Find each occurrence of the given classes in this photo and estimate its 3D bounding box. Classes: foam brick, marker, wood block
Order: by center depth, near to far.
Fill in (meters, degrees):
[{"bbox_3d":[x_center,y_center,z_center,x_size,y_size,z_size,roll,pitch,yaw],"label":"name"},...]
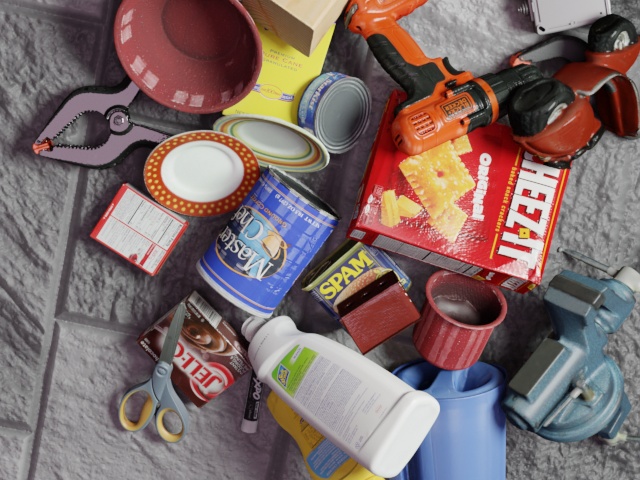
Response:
[{"bbox_3d":[0.012,-0.308,1.106,0.090,0.091,0.206,35,81,1],"label":"wood block"},{"bbox_3d":[0.064,0.079,1.177,0.078,0.053,0.051,-33,104,4],"label":"foam brick"},{"bbox_3d":[-0.076,0.169,1.266,0.020,0.020,0.121,10,101,-2],"label":"marker"}]

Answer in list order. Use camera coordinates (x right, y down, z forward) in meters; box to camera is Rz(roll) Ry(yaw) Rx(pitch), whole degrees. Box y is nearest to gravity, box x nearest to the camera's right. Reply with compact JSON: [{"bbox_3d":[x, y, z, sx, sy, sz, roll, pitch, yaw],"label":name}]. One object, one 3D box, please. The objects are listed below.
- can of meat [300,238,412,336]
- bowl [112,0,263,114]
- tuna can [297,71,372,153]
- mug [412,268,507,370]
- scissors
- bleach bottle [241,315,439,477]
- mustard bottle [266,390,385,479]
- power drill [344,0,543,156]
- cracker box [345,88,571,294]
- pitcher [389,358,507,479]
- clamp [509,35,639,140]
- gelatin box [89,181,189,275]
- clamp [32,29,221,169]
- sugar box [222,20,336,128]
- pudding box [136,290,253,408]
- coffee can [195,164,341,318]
[{"bbox_3d":[0.042,0.049,1.225,0.102,0.057,0.084,-41,101,8],"label":"can of meat"},{"bbox_3d":[-0.134,-0.216,1.130,0.162,0.055,0.162,6,129,8],"label":"bowl"},{"bbox_3d":[0.015,-0.141,1.176,0.085,0.034,0.086,-21,123,-37],"label":"tuna can"},{"bbox_3d":[0.152,0.083,1.204,0.093,0.117,0.082,11,132,-6],"label":"mug"},{"bbox_3d":[-0.168,0.163,1.230,0.096,0.016,0.202,36,121,-3],"label":"scissors"},{"bbox_3d":[0.006,0.148,1.163,0.251,0.068,0.102,34,93,37],"label":"bleach bottle"},{"bbox_3d":[0.020,0.226,1.204,0.096,0.058,0.192,-44,57,13],"label":"mustard bottle"},{"bbox_3d":[0.126,-0.199,1.140,0.184,0.057,0.188,-26,77,-19],"label":"power drill"},{"bbox_3d":[0.153,-0.053,1.171,0.213,0.072,0.164,18,78,-2],"label":"cracker box"},{"bbox_3d":[0.145,0.265,1.225,0.149,0.145,0.243,-6,104,-2],"label":"pitcher"},{"bbox_3d":[0.300,-0.192,1.186,0.171,0.039,0.120,18,100,-7],"label":"clamp"},{"bbox_3d":[-0.207,-0.013,1.227,0.089,0.030,0.073,33,98,-6],"label":"gelatin box"},{"bbox_3d":[-0.223,-0.147,1.198,0.210,0.036,0.164,-12,99,-1],"label":"clamp"},{"bbox_3d":[-0.040,-0.211,1.181,0.093,0.048,0.176,17,102,-3],"label":"sugar box"},{"bbox_3d":[-0.143,0.127,1.241,0.090,0.039,0.113,-39,97,19],"label":"pudding box"},{"bbox_3d":[-0.058,0.001,1.192,0.103,0.103,0.140,36,99,-6],"label":"coffee can"}]
